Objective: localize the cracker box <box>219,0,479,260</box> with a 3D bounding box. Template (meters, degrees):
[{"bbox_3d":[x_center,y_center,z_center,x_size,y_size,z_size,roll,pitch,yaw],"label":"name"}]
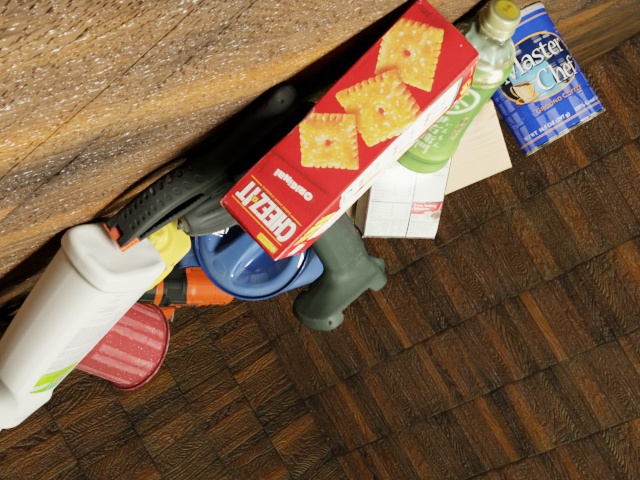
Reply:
[{"bbox_3d":[0.027,-0.083,0.854,0.214,0.072,0.164,-44,176,5],"label":"cracker box"}]

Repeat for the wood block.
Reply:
[{"bbox_3d":[0.099,-0.097,1.224,0.206,0.091,0.090,-23,-153,-1],"label":"wood block"}]

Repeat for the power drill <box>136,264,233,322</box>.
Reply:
[{"bbox_3d":[-0.222,0.068,1.349,0.184,0.057,0.188,4,169,-28],"label":"power drill"}]

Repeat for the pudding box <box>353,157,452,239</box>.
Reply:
[{"bbox_3d":[0.090,-0.058,1.167,0.090,0.113,0.039,2,-157,-15],"label":"pudding box"}]

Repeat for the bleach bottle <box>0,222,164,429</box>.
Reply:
[{"bbox_3d":[-0.246,0.092,0.953,0.251,0.068,0.102,-48,164,22],"label":"bleach bottle"}]

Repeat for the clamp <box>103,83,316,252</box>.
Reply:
[{"bbox_3d":[-0.085,-0.061,0.891,0.210,0.036,0.164,-35,177,14],"label":"clamp"}]

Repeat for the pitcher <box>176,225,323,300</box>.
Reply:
[{"bbox_3d":[-0.058,0.002,1.275,0.145,0.149,0.242,-60,168,6],"label":"pitcher"}]

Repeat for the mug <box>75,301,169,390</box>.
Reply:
[{"bbox_3d":[-0.219,0.090,1.059,0.117,0.093,0.081,18,171,41],"label":"mug"}]

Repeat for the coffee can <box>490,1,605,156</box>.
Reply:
[{"bbox_3d":[0.238,-0.179,1.194,0.103,0.140,0.103,-30,178,-1],"label":"coffee can"}]

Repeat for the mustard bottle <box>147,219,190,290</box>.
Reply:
[{"bbox_3d":[-0.179,0.012,1.048,0.096,0.058,0.192,-15,172,-23],"label":"mustard bottle"}]
